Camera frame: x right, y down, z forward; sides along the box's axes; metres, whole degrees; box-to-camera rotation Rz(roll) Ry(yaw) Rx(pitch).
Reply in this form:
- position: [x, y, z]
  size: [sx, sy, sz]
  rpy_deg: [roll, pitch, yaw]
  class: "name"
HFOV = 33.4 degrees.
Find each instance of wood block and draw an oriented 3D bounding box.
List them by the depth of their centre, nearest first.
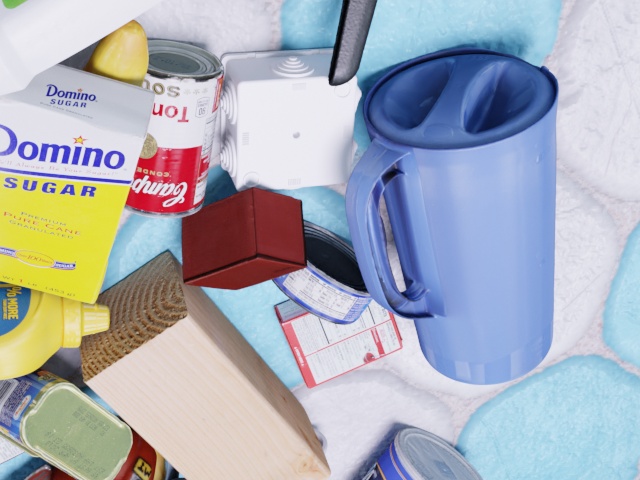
- position: [-0.089, 0.120, 0.827]
  size: [0.091, 0.090, 0.206]
  rpy_deg: [-34, 125, 4]
  class: "wood block"

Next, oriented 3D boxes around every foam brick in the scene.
- position: [-0.055, 0.001, 0.761]
  size: [0.078, 0.051, 0.052]
  rpy_deg: [-19, 159, 38]
  class: "foam brick"

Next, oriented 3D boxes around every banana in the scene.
- position: [-0.170, -0.077, 0.678]
  size: [0.198, 0.037, 0.069]
  rpy_deg: [-23, 156, 27]
  class: "banana"

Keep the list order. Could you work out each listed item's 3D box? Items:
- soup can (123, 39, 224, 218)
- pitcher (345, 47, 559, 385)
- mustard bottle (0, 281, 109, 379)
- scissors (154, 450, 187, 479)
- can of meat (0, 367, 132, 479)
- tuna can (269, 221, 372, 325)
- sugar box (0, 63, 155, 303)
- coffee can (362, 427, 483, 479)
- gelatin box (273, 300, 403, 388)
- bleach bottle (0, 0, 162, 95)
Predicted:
- position: [-0.104, -0.075, 0.715]
  size: [0.068, 0.068, 0.102]
  rpy_deg: [2, 119, -19]
  class: "soup can"
- position: [0.106, -0.005, 0.790]
  size: [0.149, 0.145, 0.243]
  rpy_deg: [-6, 127, 9]
  class: "pitcher"
- position: [-0.242, 0.056, 0.733]
  size: [0.191, 0.096, 0.058]
  rpy_deg: [0, 124, -18]
  class: "mustard bottle"
- position: [-0.140, 0.232, 0.913]
  size: [0.016, 0.096, 0.202]
  rpy_deg: [-4, 152, -26]
  class: "scissors"
- position: [-0.196, 0.129, 0.773]
  size: [0.057, 0.084, 0.102]
  rpy_deg: [-58, 134, -17]
  class: "can of meat"
- position: [0.002, 0.024, 0.800]
  size: [0.086, 0.086, 0.034]
  rpy_deg: [24, 112, -29]
  class: "tuna can"
- position: [-0.168, -0.033, 0.670]
  size: [0.093, 0.048, 0.176]
  rpy_deg: [14, 142, -11]
  class: "sugar box"
- position: [0.070, 0.253, 0.951]
  size: [0.102, 0.103, 0.140]
  rpy_deg: [26, 110, -29]
  class: "coffee can"
- position: [0.016, 0.070, 0.867]
  size: [0.089, 0.030, 0.073]
  rpy_deg: [-23, 123, -4]
  class: "gelatin box"
- position: [-0.134, -0.156, 0.587]
  size: [0.250, 0.103, 0.068]
  rpy_deg: [-36, 146, -8]
  class: "bleach bottle"
